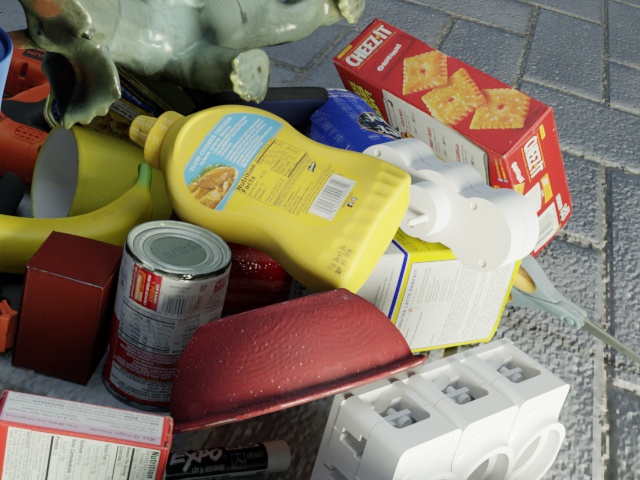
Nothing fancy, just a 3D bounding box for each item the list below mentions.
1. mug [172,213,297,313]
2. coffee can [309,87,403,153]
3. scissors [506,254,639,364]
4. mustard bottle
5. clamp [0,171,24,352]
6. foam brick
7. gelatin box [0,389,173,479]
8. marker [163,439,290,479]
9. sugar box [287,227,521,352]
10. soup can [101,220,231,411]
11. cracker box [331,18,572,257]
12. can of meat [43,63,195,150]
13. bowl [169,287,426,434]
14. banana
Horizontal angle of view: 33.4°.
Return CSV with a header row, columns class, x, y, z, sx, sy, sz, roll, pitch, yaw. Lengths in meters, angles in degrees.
class,x,y,z,sx,sy,sz,roll,pitch,yaw
mug,-0.055,0.001,0.776,0.081,0.117,0.093,4,12,-30
coffee can,0.031,-0.061,0.944,0.102,0.103,0.140,0,30,-26
scissors,0.191,0.060,0.874,0.201,0.096,0.016,41,67,-7
mustard bottle,-0.044,-0.039,0.704,0.192,0.058,0.096,25,65,16
clamp,-0.264,0.007,0.739,0.164,0.036,0.210,-3,32,-31
foam brick,-0.160,0.042,0.680,0.051,0.078,0.053,17,27,0
gelatin box,-0.126,0.120,0.553,0.089,0.073,0.030,10,28,-9
marker,-0.075,0.131,0.618,0.120,0.020,0.020,-1,31,-28
sugar box,0.061,0.037,0.784,0.175,0.093,0.048,-2,31,-30
soup can,-0.098,0.047,0.675,0.068,0.102,0.068,11,27,-6
cracker box,0.126,-0.097,0.995,0.072,0.164,0.214,-45,53,-11
can of meat,-0.168,-0.110,0.907,0.102,0.084,0.057,39,26,-30
bowl,-0.022,0.066,0.628,0.162,0.055,0.162,-15,-4,-1
banana,-0.186,-0.008,0.725,0.197,0.037,0.070,-12,59,-44
